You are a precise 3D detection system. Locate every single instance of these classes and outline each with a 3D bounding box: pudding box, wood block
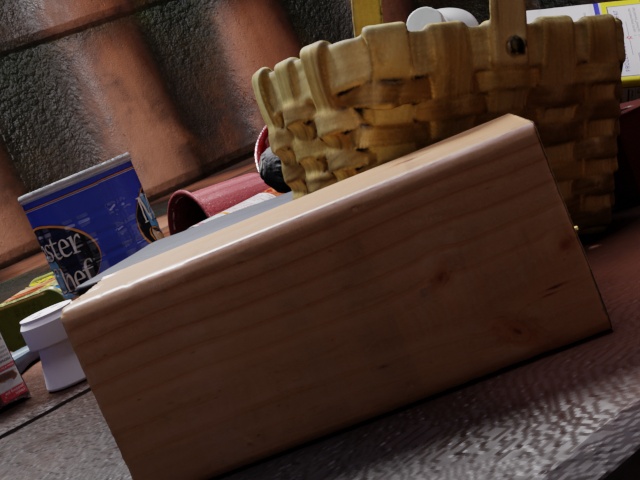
[{"bbox_3d":[-0.279,0.090,0.825,0.039,0.090,0.114,-31,12,-37],"label":"pudding box"},{"bbox_3d":[0.006,0.025,0.469,0.206,0.090,0.091,-22,7,7],"label":"wood block"}]

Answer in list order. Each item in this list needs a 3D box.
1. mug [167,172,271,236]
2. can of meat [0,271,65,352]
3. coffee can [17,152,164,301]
[{"bbox_3d":[-0.082,-0.005,0.966,0.081,0.093,0.117,-22,-30,-32],"label":"mug"},{"bbox_3d":[-0.270,0.067,1.077,0.102,0.057,0.083,-20,11,22],"label":"can of meat"},{"bbox_3d":[-0.186,0.007,0.927,0.103,0.140,0.103,-22,8,3],"label":"coffee can"}]
